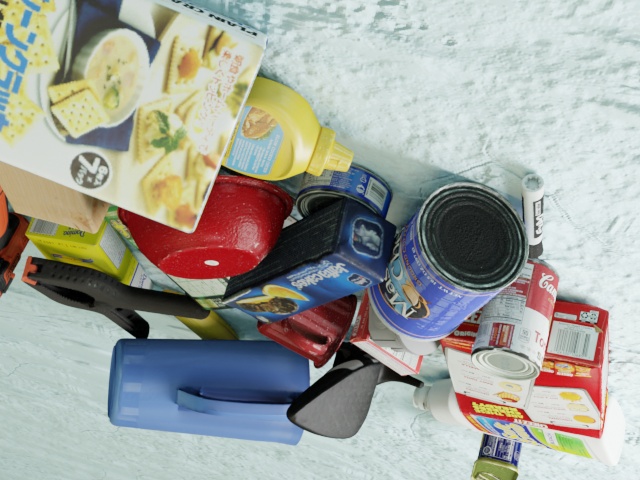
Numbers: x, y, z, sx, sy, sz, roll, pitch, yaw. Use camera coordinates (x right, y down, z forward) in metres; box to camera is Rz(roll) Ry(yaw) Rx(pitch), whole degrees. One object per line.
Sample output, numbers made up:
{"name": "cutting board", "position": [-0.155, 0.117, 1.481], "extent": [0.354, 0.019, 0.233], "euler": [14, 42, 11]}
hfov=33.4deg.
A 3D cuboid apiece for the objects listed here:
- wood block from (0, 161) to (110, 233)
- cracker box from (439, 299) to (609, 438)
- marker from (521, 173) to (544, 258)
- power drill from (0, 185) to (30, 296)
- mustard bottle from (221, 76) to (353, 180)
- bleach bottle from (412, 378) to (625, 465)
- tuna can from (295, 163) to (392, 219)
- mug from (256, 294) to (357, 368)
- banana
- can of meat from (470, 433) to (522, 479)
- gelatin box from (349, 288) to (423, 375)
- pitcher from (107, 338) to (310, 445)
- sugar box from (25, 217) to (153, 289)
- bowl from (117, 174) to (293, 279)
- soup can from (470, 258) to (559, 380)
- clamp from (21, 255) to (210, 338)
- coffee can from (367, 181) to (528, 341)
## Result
{"name": "wood block", "position": [-0.246, -0.101, 0.963], "extent": [0.091, 0.090, 0.206], "euler": [14, 154, 8]}
{"name": "cracker box", "position": [0.223, 0.132, 1.144], "extent": [0.164, 0.072, 0.213], "euler": [9, 153, 19]}
{"name": "marker", "position": [0.186, -0.018, 0.933], "extent": [0.020, 0.020, 0.121], "euler": [10, 153, 16]}
{"name": "power drill", "position": [-0.379, 0.007, 1.172], "extent": [0.057, 0.184, 0.188], "euler": [17, 144, 1]}
{"name": "mustard bottle", "position": [-0.064, -0.098, 0.888], "extent": [0.191, 0.058, 0.096], "euler": [20, 140, -5]}
{"name": "bleach bottle", "position": [0.235, 0.212, 1.304], "extent": [0.251, 0.068, 0.102], "euler": [5, 151, 30]}
{"name": "tuna can", "position": [0.021, -0.036, 0.983], "extent": [0.086, 0.033, 0.086], "euler": [14, 154, 7]}
{"name": "mug", "position": [-0.018, 0.088, 1.169], "extent": [0.081, 0.117, 0.093], "euler": [29, 112, -11]}
{"name": "banana", "position": [-0.146, 0.122, 1.392], "extent": [0.070, 0.037, 0.197], "euler": [5, 151, 21]}
{"name": "can of meat", "position": [0.233, 0.267, 1.384], "extent": [0.057, 0.084, 0.102], "euler": [12, 153, 10]}
{"name": "gelatin box", "position": [0.078, 0.095, 1.159], "extent": [0.089, 0.073, 0.030], "euler": [34, 150, -31]}
{"name": "pitcher", "position": [-0.136, 0.184, 1.321], "extent": [0.242, 0.145, 0.149], "euler": [5, 142, -14]}
{"name": "sugar box", "position": [-0.272, 0.025, 1.274], "extent": [0.093, 0.048, 0.176], "euler": [9, 152, 17]}
{"name": "bowl", "position": [-0.103, -0.004, 0.972], "extent": [0.162, 0.055, 0.162], "euler": [-5, 160, -2]}
{"name": "soup can", "position": [0.186, 0.074, 1.018], "extent": [0.068, 0.102, 0.068], "euler": [14, 153, 7]}
{"name": "clamp", "position": [-0.243, 0.065, 1.244], "extent": [0.209, 0.036, 0.165], "euler": [28, 149, -36]}
{"name": "coffee can", "position": [0.112, 0.022, 0.964], "extent": [0.102, 0.102, 0.140], "euler": [21, 154, -7]}
